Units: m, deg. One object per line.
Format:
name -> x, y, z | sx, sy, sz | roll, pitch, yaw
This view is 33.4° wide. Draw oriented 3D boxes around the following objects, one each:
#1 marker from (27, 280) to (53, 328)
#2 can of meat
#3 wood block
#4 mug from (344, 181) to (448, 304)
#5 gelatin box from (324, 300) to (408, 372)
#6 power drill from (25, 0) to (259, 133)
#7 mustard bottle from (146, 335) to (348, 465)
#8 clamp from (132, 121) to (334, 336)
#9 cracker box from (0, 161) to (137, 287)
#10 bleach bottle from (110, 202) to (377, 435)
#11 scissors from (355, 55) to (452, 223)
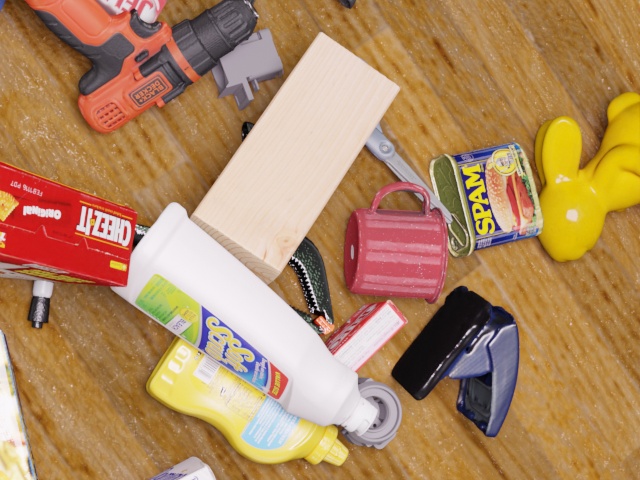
marker -> -0.246, 0.019, 0.961 | 0.020, 0.020, 0.121 | 9, 82, -13
can of meat -> 0.164, -0.042, 1.053 | 0.083, 0.057, 0.102 | -13, 87, -18
wood block -> -0.027, -0.070, 0.958 | 0.091, 0.090, 0.206 | 34, 72, -5
mug -> 0.070, 0.001, 1.002 | 0.081, 0.093, 0.117 | 3, 113, -9
gelatin box -> 0.032, 0.095, 0.995 | 0.089, 0.073, 0.030 | -44, 96, -15
power drill -> -0.169, -0.200, 0.922 | 0.184, 0.057, 0.187 | -33, 127, 7
mustard bottle -> -0.056, 0.148, 0.975 | 0.191, 0.058, 0.096 | 35, 70, -8
clamp -> -0.057, 0.001, 1.002 | 0.210, 0.036, 0.164 | 42, 75, -5
cracker box -> -0.278, -0.014, 0.831 | 0.214, 0.164, 0.072 | 2, 80, 31
bleach bottle -> -0.054, 0.079, 0.906 | 0.250, 0.103, 0.068 | 37, 53, -7
scissors -> 0.065, -0.108, 1.046 | 0.201, 0.016, 0.096 | 33, 73, -2
